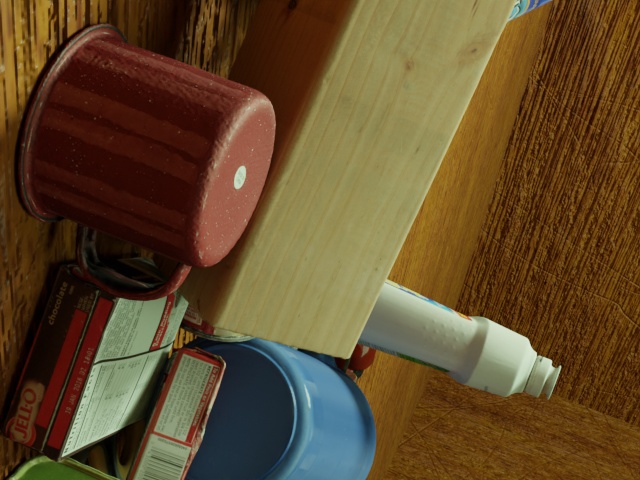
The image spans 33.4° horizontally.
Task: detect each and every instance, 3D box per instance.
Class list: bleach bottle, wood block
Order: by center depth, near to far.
[{"bbox_3d":[0.002,-0.056,0.549,0.090,0.091,0.206,17,102,-33],"label":"wood block"},{"bbox_3d":[0.067,0.067,0.856,0.102,0.251,0.068,32,79,-78],"label":"bleach bottle"}]

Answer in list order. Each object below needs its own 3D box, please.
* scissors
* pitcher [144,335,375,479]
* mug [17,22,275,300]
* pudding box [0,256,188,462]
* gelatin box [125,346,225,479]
[{"bbox_3d":[-0.126,0.178,0.683,0.202,0.016,0.096,85,21,-45],"label":"scissors"},{"bbox_3d":[-0.041,0.144,0.760,0.145,0.149,0.242,-30,164,2],"label":"pitcher"},{"bbox_3d":[-0.075,-0.027,0.470,0.093,0.081,0.117,-36,145,-69],"label":"mug"},{"bbox_3d":[-0.112,0.057,0.555,0.090,0.039,0.113,-68,167,6],"label":"pudding box"},{"bbox_3d":[-0.083,0.106,0.609,0.073,0.030,0.089,146,-36,-77],"label":"gelatin box"}]
